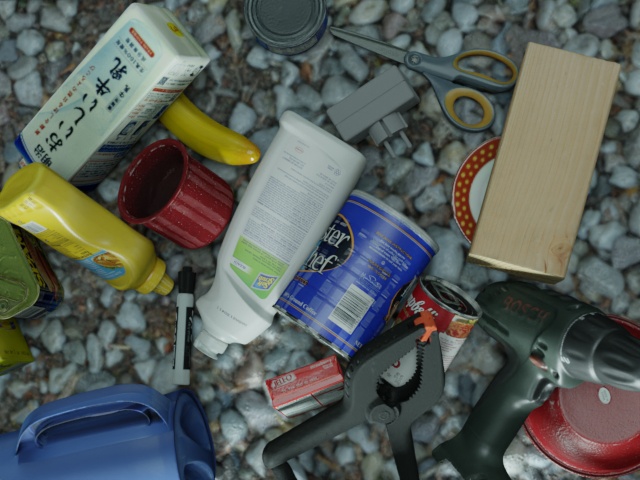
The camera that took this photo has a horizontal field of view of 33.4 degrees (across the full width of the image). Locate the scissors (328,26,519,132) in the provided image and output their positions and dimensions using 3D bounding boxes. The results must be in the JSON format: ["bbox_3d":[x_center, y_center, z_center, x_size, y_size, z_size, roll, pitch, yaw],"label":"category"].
[{"bbox_3d":[0.102,-0.165,1.100,0.202,0.016,0.096,7,84,7],"label":"scissors"}]

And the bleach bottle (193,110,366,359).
[{"bbox_3d":[-0.057,0.001,1.074,0.102,0.068,0.251,32,89,7],"label":"bleach bottle"}]

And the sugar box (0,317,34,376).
[{"bbox_3d":[-0.358,0.052,1.084,0.048,0.093,0.176,-26,82,2],"label":"sugar box"}]

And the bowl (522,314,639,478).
[{"bbox_3d":[0.271,0.149,1.024,0.162,0.055,0.162,-1,83,6],"label":"bowl"}]

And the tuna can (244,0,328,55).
[{"bbox_3d":[-0.035,-0.238,1.114,0.086,0.033,0.086,-1,83,6],"label":"tuna can"}]

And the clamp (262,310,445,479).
[{"bbox_3d":[0.063,0.159,0.995,0.164,0.036,0.210,25,113,-20],"label":"clamp"}]

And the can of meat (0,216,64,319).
[{"bbox_3d":[-0.312,0.030,1.086,0.057,0.084,0.102,-28,81,2],"label":"can of meat"}]

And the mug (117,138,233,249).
[{"bbox_3d":[-0.144,-0.050,1.072,0.093,0.081,0.117,-38,47,17],"label":"mug"}]

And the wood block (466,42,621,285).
[{"bbox_3d":[0.211,-0.070,1.018,0.091,0.090,0.206,15,85,7],"label":"wood block"}]

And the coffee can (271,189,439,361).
[{"bbox_3d":[0.034,0.036,1.035,0.103,0.103,0.140,34,84,9],"label":"coffee can"}]

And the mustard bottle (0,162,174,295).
[{"bbox_3d":[-0.223,-0.001,1.058,0.191,0.096,0.058,38,61,-28],"label":"mustard bottle"}]

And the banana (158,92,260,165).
[{"bbox_3d":[-0.138,-0.136,1.098,0.037,0.070,0.198,-28,71,-39],"label":"banana"}]

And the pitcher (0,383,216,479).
[{"bbox_3d":[-0.231,0.221,1.029,0.243,0.145,0.149,-11,85,7],"label":"pitcher"}]

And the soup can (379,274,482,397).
[{"bbox_3d":[0.101,0.093,1.027,0.068,0.068,0.102,33,110,9],"label":"soup can"}]

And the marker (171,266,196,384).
[{"bbox_3d":[-0.140,0.087,1.094,0.020,0.020,0.121,2,83,6],"label":"marker"}]

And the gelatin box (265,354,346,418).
[{"bbox_3d":[-0.009,0.142,1.036,0.073,0.089,0.030,-21,71,2],"label":"gelatin box"}]
